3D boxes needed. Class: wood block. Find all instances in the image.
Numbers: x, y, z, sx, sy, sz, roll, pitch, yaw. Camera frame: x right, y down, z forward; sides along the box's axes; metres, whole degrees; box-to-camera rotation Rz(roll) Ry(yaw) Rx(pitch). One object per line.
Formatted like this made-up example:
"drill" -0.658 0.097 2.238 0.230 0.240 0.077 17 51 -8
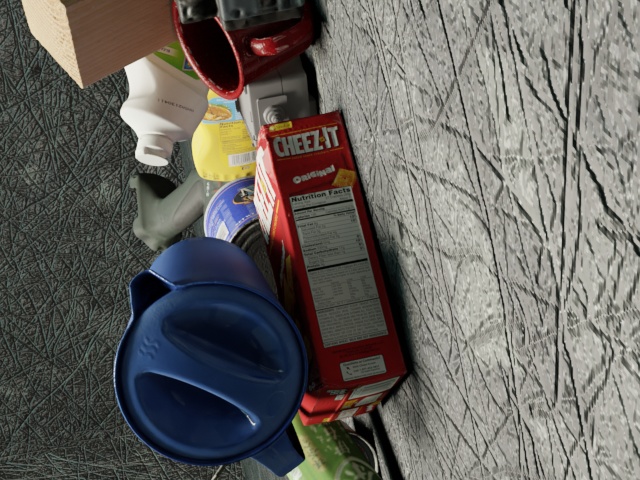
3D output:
"wood block" -0.136 -0.224 0.877 0.090 0.205 0.091 46 156 28

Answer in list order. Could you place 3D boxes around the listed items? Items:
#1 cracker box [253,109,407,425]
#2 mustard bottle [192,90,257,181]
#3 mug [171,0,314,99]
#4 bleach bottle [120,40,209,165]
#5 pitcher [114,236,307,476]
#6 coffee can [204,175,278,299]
"cracker box" -0.001 0.028 0.860 0.164 0.072 0.214 107 150 -71
"mustard bottle" -0.084 -0.140 1.064 0.192 0.096 0.058 94 162 -55
"mug" -0.052 -0.169 0.845 0.117 0.081 0.093 22 139 52
"bleach bottle" -0.141 -0.192 0.967 0.068 0.102 0.251 156 124 -63
"pitcher" -0.083 0.079 0.842 0.243 0.145 0.149 -123 40 -77
"coffee can" -0.057 0.001 1.066 0.140 0.102 0.103 -126 26 -68
